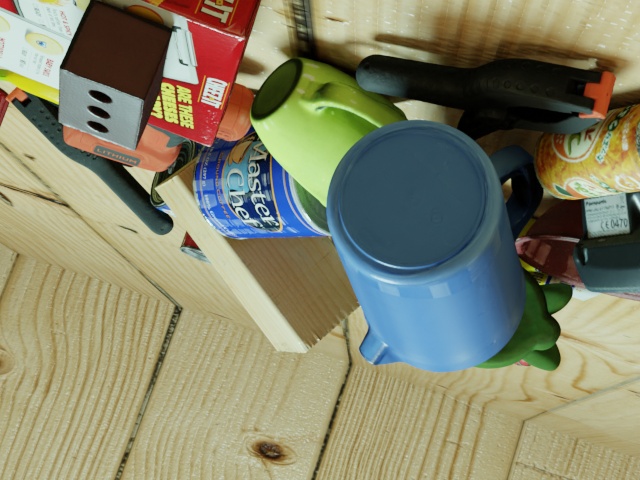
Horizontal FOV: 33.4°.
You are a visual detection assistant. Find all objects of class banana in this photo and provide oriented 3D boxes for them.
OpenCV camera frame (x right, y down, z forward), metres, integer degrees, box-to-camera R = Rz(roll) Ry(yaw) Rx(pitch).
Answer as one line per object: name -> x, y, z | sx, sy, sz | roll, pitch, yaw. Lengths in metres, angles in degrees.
banana -> -0.219, -0.134, 1.047 | 0.197, 0.037, 0.070 | 25, 175, -26

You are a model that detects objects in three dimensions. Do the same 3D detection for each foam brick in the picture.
foam brick -> -0.124, -0.098, 0.641 | 0.053, 0.051, 0.078 | 20, 159, -6

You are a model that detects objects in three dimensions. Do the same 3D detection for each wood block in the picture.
wood block -> -0.056, 0.001, 1.040 | 0.206, 0.090, 0.090 | 54, 161, -9

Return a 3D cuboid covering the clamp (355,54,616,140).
clamp -> 0.120, -0.090, 0.698 | 0.172, 0.039, 0.120 | 13, 179, 41

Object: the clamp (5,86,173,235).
clamp -> -0.247, -0.104, 1.148 | 0.209, 0.036, 0.165 | 41, -170, -31

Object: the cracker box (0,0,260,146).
cracker box -> -0.150, -0.156, 0.689 | 0.213, 0.072, 0.164 | 20, 159, -6

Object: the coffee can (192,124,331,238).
coffee can -> -0.028, -0.053, 0.917 | 0.102, 0.103, 0.141 | 27, 162, -37

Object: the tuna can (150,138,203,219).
tuna can -> -0.141, -0.066, 1.111 | 0.033, 0.086, 0.086 | 27, 166, -30

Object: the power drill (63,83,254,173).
power drill -> -0.163, -0.113, 0.885 | 0.184, 0.057, 0.188 | 18, 168, -18

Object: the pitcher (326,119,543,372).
pitcher -> 0.084, 0.000, 0.751 | 0.145, 0.149, 0.242 | 1, 164, 11

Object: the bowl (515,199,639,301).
bowl -> 0.244, 0.002, 0.883 | 0.162, 0.055, 0.162 | 18, 169, 4
